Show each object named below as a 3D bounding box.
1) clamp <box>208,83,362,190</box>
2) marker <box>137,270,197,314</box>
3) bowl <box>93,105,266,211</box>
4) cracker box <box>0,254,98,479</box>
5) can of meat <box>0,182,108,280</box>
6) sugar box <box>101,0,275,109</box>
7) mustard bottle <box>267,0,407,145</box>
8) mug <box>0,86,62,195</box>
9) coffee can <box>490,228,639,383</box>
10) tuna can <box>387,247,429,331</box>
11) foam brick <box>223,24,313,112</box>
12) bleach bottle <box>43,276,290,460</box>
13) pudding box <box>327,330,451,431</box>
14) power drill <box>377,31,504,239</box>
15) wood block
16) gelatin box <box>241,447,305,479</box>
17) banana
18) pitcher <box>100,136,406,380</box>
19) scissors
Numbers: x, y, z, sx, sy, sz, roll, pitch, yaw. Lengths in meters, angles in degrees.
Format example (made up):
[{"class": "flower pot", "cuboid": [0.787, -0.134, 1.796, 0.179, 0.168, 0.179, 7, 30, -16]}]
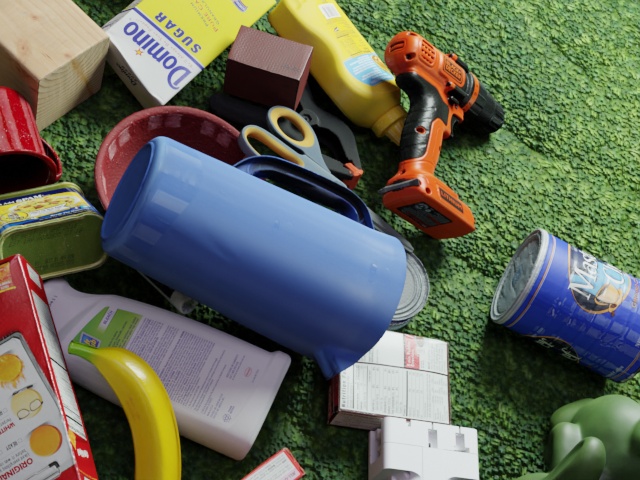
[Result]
[{"class": "clamp", "cuboid": [-0.030, -0.114, 1.093, 0.120, 0.039, 0.171, -29, 68, -23]}, {"class": "marker", "cuboid": [-0.152, 0.027, 0.957, 0.020, 0.020, 0.121, -29, 47, -29]}, {"class": "bowl", "cuboid": [-0.135, -0.046, 1.009, 0.162, 0.055, 0.162, 8, 60, -14]}, {"class": "cracker box", "cuboid": [-0.273, 0.140, 0.825, 0.164, 0.072, 0.214, -21, 70, -2]}, {"class": "can of meat", "cuboid": [-0.241, -0.006, 0.926, 0.101, 0.057, 0.084, -14, 25, -25]}, {"class": "sugar box", "cuboid": [-0.135, -0.221, 1.073, 0.176, 0.048, 0.093, -48, 115, -24]}, {"class": "mustard bottle", "cuboid": [0.031, -0.179, 1.128, 0.191, 0.058, 0.096, 52, 31, 6]}, {"class": "mug", "cuboid": [-0.285, -0.082, 0.967, 0.117, 0.093, 0.081, 11, 48, -49]}, {"class": "coffee can", "cuboid": [0.254, 0.065, 1.051, 0.140, 0.103, 0.102, 27, 57, -3]}, {"class": "tuna can", "cuboid": [0.060, 0.045, 1.037, 0.086, 0.034, 0.086, 8, 60, -14]}, {"class": "foam brick", "cuboid": [-0.053, -0.171, 1.073, 0.078, 0.051, 0.053, 18, 54, 2]}, {"class": "bleach bottle", "cuboid": [-0.159, 0.093, 0.921, 0.251, 0.068, 0.102, 26, 61, -1]}, {"class": "pudding box", "cuboid": [0.063, 0.131, 0.989, 0.113, 0.039, 0.090, 10, 59, -11]}, {"class": "power drill", "cuboid": [0.127, -0.100, 1.103, 0.184, 0.057, 0.187, 27, 59, -40]}, {"class": "wood block", "cuboid": [-0.310, -0.216, 1.023, 0.206, 0.091, 0.090, 43, 58, 7]}, {"class": "gelatin box", "cuboid": [-0.062, 0.214, 0.880, 0.089, 0.073, 0.030, -33, 77, -30]}, {"class": "banana", "cuboid": [-0.147, 0.169, 0.862, 0.069, 0.037, 0.198, -14, 89, 3]}, {"class": "pitcher", "cuboid": [-0.056, 0.001, 0.917, 0.242, 0.149, 0.145, 27, 99, -21]}, {"class": "scissors", "cuboid": [0.012, -0.067, 1.047, 0.201, 0.016, 0.096, 28, 45, -15]}]
